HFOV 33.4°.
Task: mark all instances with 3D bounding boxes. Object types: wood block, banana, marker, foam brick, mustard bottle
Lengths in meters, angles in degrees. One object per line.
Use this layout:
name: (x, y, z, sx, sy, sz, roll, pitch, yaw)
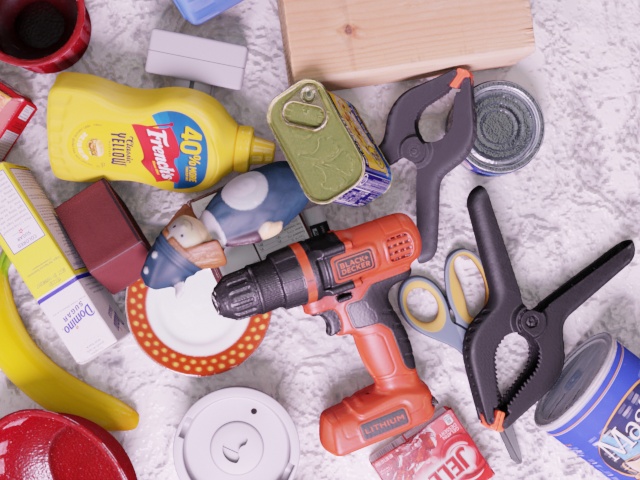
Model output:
wood block: (0.071, -0.188, 0.929, 0.206, 0.090, 0.091, -8, 91, -3)
banana: (-0.243, 0.103, 0.936, 0.069, 0.037, 0.198, -38, 92, -2)
marker: (0.012, 0.027, 0.959, 0.020, 0.020, 0.121, -19, 91, -3)
foam brick: (-0.182, -0.003, 0.918, 0.051, 0.053, 0.078, -34, 62, -4)
mustard bottle: (-0.134, -0.087, 0.917, 0.191, 0.058, 0.096, 7, 127, -1)

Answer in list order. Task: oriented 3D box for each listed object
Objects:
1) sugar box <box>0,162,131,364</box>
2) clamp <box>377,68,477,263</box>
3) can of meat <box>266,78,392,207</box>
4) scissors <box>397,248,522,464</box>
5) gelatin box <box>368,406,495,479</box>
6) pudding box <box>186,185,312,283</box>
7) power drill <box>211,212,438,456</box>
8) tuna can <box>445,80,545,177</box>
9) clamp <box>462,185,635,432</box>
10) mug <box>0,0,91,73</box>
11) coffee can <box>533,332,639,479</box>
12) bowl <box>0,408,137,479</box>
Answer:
sugar box: (-0.229, 0.019, 0.910, 0.048, 0.093, 0.176, -30, 91, 0)
clamp: (0.074, -0.078, 0.937, 0.120, 0.039, 0.171, 23, 98, 5)
can of meat: (0.010, -0.078, 0.897, 0.057, 0.083, 0.102, -33, 76, 18)
scissors: (0.124, 0.109, 0.965, 0.096, 0.016, 0.202, -7, 89, -6)
gelatin box: (0.100, 0.203, 0.958, 0.089, 0.030, 0.073, -34, 92, -2)
pudding box: (-0.056, 0.001, 0.936, 0.090, 0.039, 0.113, -24, 87, -14)
power drill: (0.014, 0.085, 0.907, 0.184, 0.057, 0.187, -19, 109, -12)
tuna can: (0.157, -0.101, 0.960, 0.086, 0.034, 0.086, 0, 90, -3)
clamp: (0.192, 0.069, 0.952, 0.164, 0.036, 0.210, 12, 86, -10)
mug: (-0.245, -0.200, 0.915, 0.093, 0.081, 0.117, -12, 91, -3)
coffee can: (0.274, 0.162, 0.931, 0.140, 0.103, 0.103, 37, 88, -2)
bowl: (-0.211, 0.208, 0.910, 0.162, 0.055, 0.162, 7, 108, 22)
